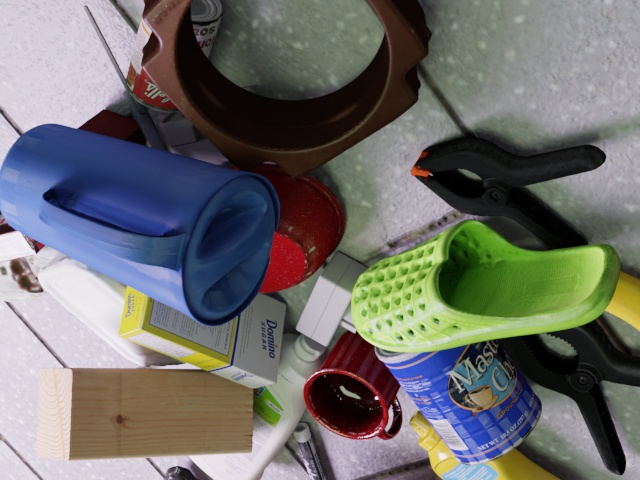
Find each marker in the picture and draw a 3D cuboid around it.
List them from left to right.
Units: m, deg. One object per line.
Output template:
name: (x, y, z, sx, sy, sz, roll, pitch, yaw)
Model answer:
marker: (-0.008, 0.266, 1.257, 0.020, 0.020, 0.121, -1, 123, 28)

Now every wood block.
wood block: (-0.180, 0.178, 1.113, 0.090, 0.205, 0.091, -10, 77, 54)

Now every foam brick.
foam brick: (-0.217, -0.087, 1.072, 0.051, 0.078, 0.053, 22, 130, 14)

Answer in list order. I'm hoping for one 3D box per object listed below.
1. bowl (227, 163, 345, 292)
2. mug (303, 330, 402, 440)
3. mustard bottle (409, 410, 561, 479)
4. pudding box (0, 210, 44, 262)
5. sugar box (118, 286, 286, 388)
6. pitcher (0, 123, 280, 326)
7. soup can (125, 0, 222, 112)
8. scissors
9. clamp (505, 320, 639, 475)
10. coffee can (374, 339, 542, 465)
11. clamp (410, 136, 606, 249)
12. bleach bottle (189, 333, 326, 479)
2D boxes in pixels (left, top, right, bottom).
bowl: (-0.057, 0.001, 1.029, 0.162, 0.055, 0.162, 1, 138, 1)
mug: (0.048, 0.153, 1.106, 0.093, 0.081, 0.117, -29, 106, 39)
mustard bottle: (0.175, 0.241, 1.118, 0.191, 0.058, 0.096, 36, 146, 0)
pudding box: (-0.333, -0.015, 1.176, 0.114, 0.090, 0.039, -13, 117, 34)
sugar box: (-0.115, 0.080, 1.079, 0.048, 0.093, 0.176, -18, 144, 40)
pitcher: (-0.171, -0.025, 0.931, 0.243, 0.144, 0.149, 19, 149, 28)
soup can: (-0.133, -0.177, 0.970, 0.068, 0.068, 0.102, 30, 130, 5)
scissors: (-0.179, -0.129, 1.044, 0.016, 0.096, 0.202, -28, 92, -7)
clamp: (0.253, 0.131, 1.014, 0.210, 0.036, 0.165, 32, 131, 6)
coffee can: (0.134, 0.131, 1.031, 0.103, 0.102, 0.140, -25, 109, 38)
clamp: (0.164, -0.054, 0.923, 0.171, 0.039, 0.120, 21, 132, 12)
bleach bottle: (-0.059, 0.186, 1.199, 0.102, 0.068, 0.251, 38, 129, 0)
